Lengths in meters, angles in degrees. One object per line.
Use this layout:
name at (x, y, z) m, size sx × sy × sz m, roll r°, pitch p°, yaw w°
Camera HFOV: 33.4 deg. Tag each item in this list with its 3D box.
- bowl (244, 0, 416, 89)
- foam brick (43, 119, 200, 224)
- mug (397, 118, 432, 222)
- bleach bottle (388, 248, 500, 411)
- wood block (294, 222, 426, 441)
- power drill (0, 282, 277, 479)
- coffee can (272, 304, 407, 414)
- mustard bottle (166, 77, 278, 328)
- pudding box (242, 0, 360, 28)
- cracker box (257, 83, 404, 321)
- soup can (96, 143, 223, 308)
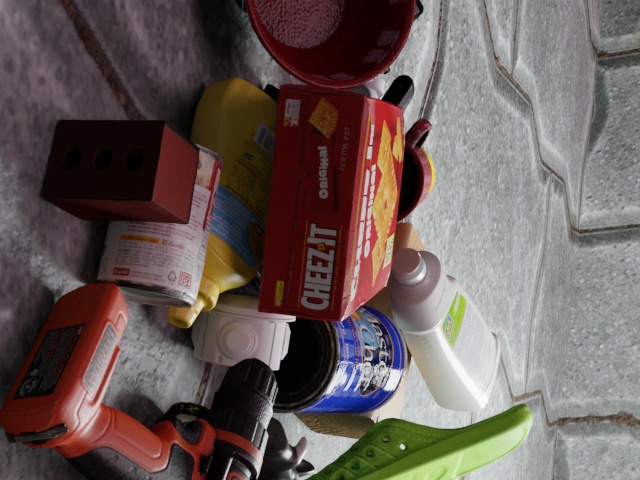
bowl at (-0.003, -0.199, 0.845) m, size 0.161 × 0.055 × 0.162 m, roll -2°, pitch 95°, yaw -32°
foam brick at (-0.122, -0.042, 0.659) m, size 0.051 × 0.078 × 0.053 m, roll 36°, pitch 58°, yaw -64°
mug at (0.073, -0.073, 1.069) m, size 0.117 × 0.093 × 0.081 m, roll -57°, pitch 170°, yaw 15°
bleach bottle at (0.120, 0.079, 1.073) m, size 0.250 × 0.068 × 0.102 m, roll 59°, pitch 40°, yaw -51°
wood block at (0.044, 0.091, 1.087) m, size 0.090 × 0.090 × 0.206 m, roll 55°, pitch 44°, yaw -57°
power drill at (-0.103, 0.113, 0.686) m, size 0.187 × 0.057 × 0.184 m, roll 50°, pitch 40°, yaw -32°
coffee can at (0.003, 0.102, 0.943) m, size 0.140 × 0.103 × 0.103 m, roll 17°, pitch 78°, yaw -61°
mustard bottle at (-0.075, -0.021, 0.801) m, size 0.096 × 0.058 × 0.191 m, roll 46°, pitch 50°, yaw -40°
pudding box at (-0.007, -0.227, 0.897) m, size 0.113 × 0.039 × 0.090 m, roll 5°, pitch 89°, yaw -34°
cracker box at (0.016, -0.033, 0.844) m, size 0.213 × 0.072 × 0.164 m, roll -22°, pitch 118°, yaw -78°
soup can at (-0.107, -0.011, 0.713) m, size 0.068 × 0.069 × 0.102 m, roll 37°, pitch 60°, yaw -65°
